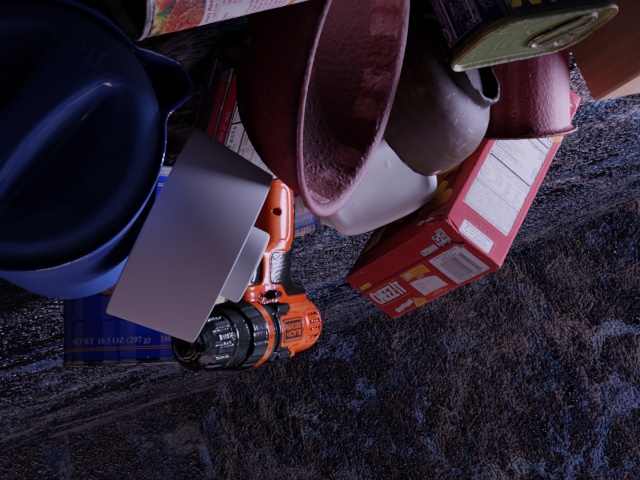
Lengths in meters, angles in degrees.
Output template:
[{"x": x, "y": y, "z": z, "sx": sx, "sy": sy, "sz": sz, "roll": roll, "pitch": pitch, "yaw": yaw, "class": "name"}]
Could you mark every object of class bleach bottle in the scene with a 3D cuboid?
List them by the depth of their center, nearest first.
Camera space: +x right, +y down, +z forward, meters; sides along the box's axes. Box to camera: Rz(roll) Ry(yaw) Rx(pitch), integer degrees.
[{"x": 0.024, "y": -0.047, "z": 0.986, "sx": 0.102, "sy": 0.068, "sz": 0.251, "roll": -22, "pitch": -176, "yaw": -11, "class": "bleach bottle"}]

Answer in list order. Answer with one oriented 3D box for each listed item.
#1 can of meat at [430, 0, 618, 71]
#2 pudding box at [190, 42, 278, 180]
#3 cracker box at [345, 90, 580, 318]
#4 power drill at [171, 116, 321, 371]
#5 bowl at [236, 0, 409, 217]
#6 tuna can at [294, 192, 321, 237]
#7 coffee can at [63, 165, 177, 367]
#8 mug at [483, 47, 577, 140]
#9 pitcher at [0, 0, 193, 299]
[{"x": 0.106, "y": -0.150, "z": 0.604, "sx": 0.101, "sy": 0.084, "sz": 0.058, "roll": -15, "pitch": 169, "yaw": -31, "class": "can of meat"}, {"x": -0.029, "y": -0.084, "z": 0.706, "sx": 0.113, "sy": 0.039, "sz": 0.090, "roll": -11, "pitch": 134, "yaw": -40, "class": "pudding box"}, {"x": 0.128, "y": -0.047, "z": 0.972, "sx": 0.164, "sy": 0.072, "sz": 0.213, "roll": -34, "pitch": -159, "yaw": 56, "class": "cracker box"}, {"x": -0.055, "y": 0.001, "z": 0.788, "sx": 0.057, "sy": 0.187, "sz": 0.184, "roll": 0, "pitch": 180, "yaw": 22, "class": "power drill"}, {"x": -0.003, "y": -0.097, "z": 0.593, "sx": 0.055, "sy": 0.162, "sz": 0.162, "roll": 16, "pitch": -179, "yaw": 17, "class": "bowl"}, {"x": -0.029, "y": -0.045, "z": 0.906, "sx": 0.033, "sy": 0.086, "sz": 0.086, "roll": -19, "pitch": 170, "yaw": -5, "class": "tuna can"}, {"x": -0.140, "y": 0.021, "z": 0.791, "sx": 0.103, "sy": 0.140, "sz": 0.103, "roll": -2, "pitch": 174, "yaw": 0, "class": "coffee can"}, {"x": 0.149, "y": -0.123, "z": 0.791, "sx": 0.093, "sy": 0.081, "sz": 0.117, "roll": 8, "pitch": -163, "yaw": 40, "class": "mug"}, {"x": -0.161, "y": -0.029, "z": 0.593, "sx": 0.149, "sy": 0.145, "sz": 0.243, "roll": 21, "pitch": 168, "yaw": -4, "class": "pitcher"}]
